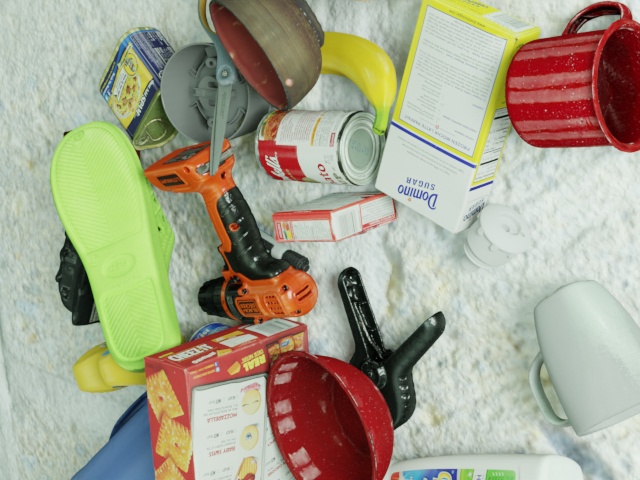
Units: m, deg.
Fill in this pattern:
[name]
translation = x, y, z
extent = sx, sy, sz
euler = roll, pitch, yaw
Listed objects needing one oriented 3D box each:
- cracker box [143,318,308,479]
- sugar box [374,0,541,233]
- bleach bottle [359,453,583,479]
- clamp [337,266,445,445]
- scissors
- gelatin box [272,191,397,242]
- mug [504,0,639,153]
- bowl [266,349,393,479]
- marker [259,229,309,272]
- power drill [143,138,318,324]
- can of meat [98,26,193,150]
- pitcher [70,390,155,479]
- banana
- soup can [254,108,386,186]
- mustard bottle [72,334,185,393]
[cracker box]
translation = -0.086, 0.198, 1.061
extent = 0.072, 0.163, 0.214
euler = 11, 109, 42
[sugar box]
translation = 0.109, -0.104, 0.873
extent = 0.093, 0.048, 0.176
euler = 34, 127, 31
[bleach bottle]
translation = 0.112, 0.244, 0.950
extent = 0.251, 0.068, 0.102
euler = -15, 63, 46
[clamp]
translation = 0.065, 0.116, 0.983
extent = 0.120, 0.039, 0.171
euler = 21, 122, 47
[scissors]
translation = -0.069, -0.163, 0.980
extent = 0.096, 0.016, 0.202
euler = -13, 73, 14
[gelatin box]
translation = 0.013, -0.021, 0.954
extent = 0.073, 0.089, 0.030
euler = 0, 104, 43
[mug]
translation = 0.191, -0.119, 0.771
extent = 0.082, 0.093, 0.117
euler = 2, 73, 47
[bowl]
translation = 0.018, 0.170, 0.986
extent = 0.162, 0.055, 0.162
euler = 29, 128, 45
[marker]
translation = -0.057, 0.001, 1.074
extent = 0.121, 0.020, 0.020
euler = 31, 122, 33
[power drill]
translation = -0.098, -0.003, 1.052
extent = 0.185, 0.057, 0.187
euler = -7, 116, 52
[can of meat]
translation = -0.181, -0.159, 1.115
extent = 0.084, 0.057, 0.102
euler = 53, 132, 19
[pitcher]
translation = -0.185, 0.246, 1.204
extent = 0.149, 0.144, 0.243
euler = 47, 126, 7
[banana]
translation = 0.010, -0.152, 0.935
extent = 0.069, 0.037, 0.198
euler = -50, 39, -6
[soup can]
translation = 0.000, -0.085, 0.962
extent = 0.102, 0.068, 0.068
euler = 8, 108, 41
[mustard bottle]
translation = -0.198, 0.129, 1.162
extent = 0.192, 0.096, 0.058
euler = -20, 88, 59
